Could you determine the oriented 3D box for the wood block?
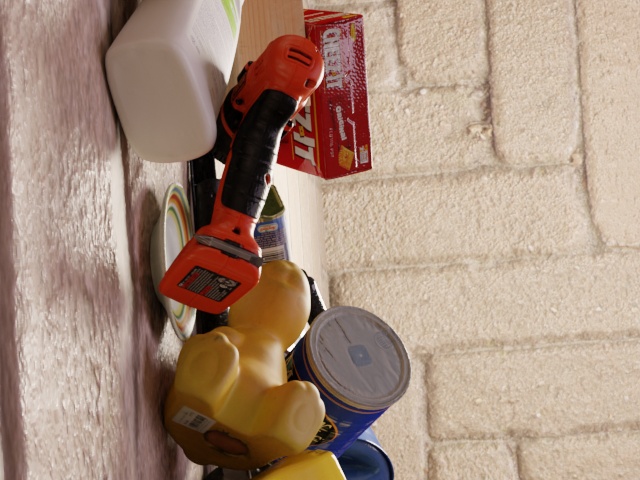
[{"bbox_3d":[-0.076,-0.230,1.043,0.090,0.090,0.206,5,-79,51],"label":"wood block"}]

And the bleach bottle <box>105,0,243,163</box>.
[{"bbox_3d":[-0.099,-0.167,0.850,0.250,0.068,0.102,-78,157,-55],"label":"bleach bottle"}]

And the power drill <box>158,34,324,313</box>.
[{"bbox_3d":[-0.065,-0.044,0.803,0.185,0.057,0.187,138,-31,-63],"label":"power drill"}]

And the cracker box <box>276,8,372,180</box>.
[{"bbox_3d":[-0.038,-0.167,1.160,0.214,0.072,0.164,23,-56,52],"label":"cracker box"}]

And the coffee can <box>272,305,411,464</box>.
[{"bbox_3d":[0.005,0.140,0.982,0.140,0.102,0.103,127,-28,-44],"label":"coffee can"}]

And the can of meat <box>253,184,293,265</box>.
[{"bbox_3d":[-0.057,0.001,0.997,0.102,0.057,0.084,-118,-161,-68],"label":"can of meat"}]

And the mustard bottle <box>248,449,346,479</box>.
[{"bbox_3d":[-0.066,0.218,0.824,0.191,0.096,0.058,-11,73,-55],"label":"mustard bottle"}]

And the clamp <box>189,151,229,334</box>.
[{"bbox_3d":[-0.100,0.021,0.982,0.164,0.036,0.210,-132,-141,-78],"label":"clamp"}]
